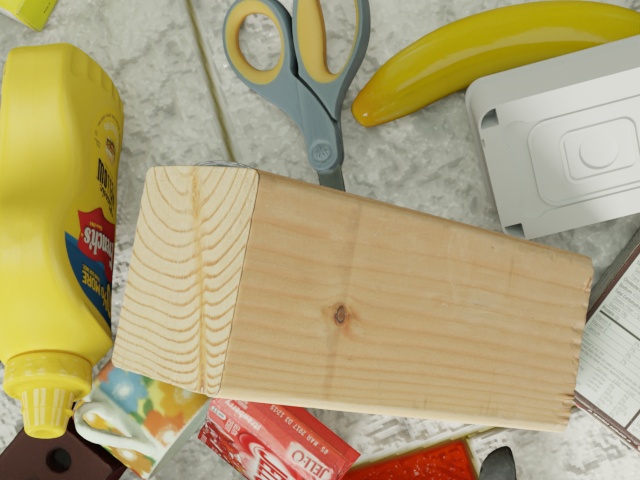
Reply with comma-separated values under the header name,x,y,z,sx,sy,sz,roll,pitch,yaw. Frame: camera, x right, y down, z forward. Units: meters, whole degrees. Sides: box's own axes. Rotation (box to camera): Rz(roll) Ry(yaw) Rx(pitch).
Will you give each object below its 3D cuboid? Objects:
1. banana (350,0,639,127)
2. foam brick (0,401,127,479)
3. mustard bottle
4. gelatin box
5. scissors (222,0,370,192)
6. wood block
name,x,y,z,sx,sy,sz,roll,pitch,yaw
banana,0.116,-0.096,0.581,0.198,0.037,0.069,1,85,4
foam brick,-0.148,0.132,0.575,0.053,0.051,0.078,38,89,6
mustard bottle,-0.132,0.004,0.534,0.058,0.096,0.191,-4,63,2
gelatin box,-0.025,0.106,0.548,0.073,0.089,0.030,39,66,6
scissors,-0.014,-0.056,0.591,0.096,0.016,0.202,5,92,25
wood block,0.023,0.031,0.495,0.205,0.090,0.091,13,85,-37
